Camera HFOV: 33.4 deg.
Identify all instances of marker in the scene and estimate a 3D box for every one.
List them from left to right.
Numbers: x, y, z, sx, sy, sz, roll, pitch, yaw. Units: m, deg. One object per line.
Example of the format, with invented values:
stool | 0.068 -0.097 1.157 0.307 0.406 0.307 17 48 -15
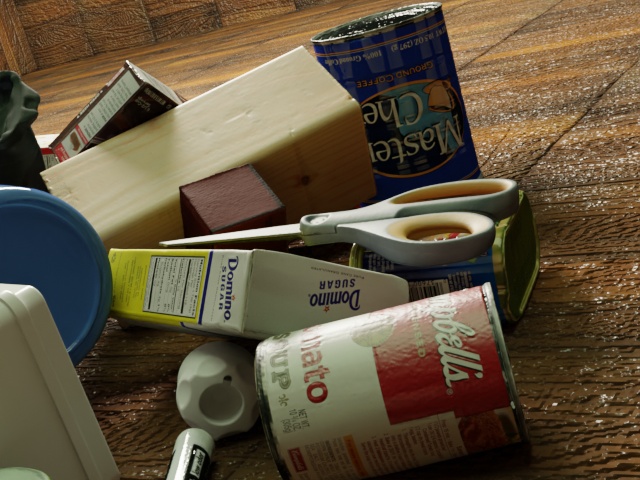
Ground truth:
marker | -0.061 0.116 0.450 0.020 0.020 0.121 -14 17 7

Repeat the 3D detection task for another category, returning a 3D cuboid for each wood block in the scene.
wood block | -0.075 -0.039 0.747 0.206 0.091 0.090 -28 48 -12

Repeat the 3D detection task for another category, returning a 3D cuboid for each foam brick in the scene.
foam brick | -0.055 0.001 0.688 0.053 0.078 0.051 -21 46 -21

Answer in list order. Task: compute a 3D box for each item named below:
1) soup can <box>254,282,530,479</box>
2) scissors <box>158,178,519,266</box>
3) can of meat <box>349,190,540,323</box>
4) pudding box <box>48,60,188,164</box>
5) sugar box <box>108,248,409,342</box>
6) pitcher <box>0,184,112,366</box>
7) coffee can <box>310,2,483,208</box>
soup can | 0.030 0.062 0.451 0.102 0.068 0.068 -14 17 9
scissors | 0.007 0.000 0.559 0.202 0.016 0.096 -11 20 4
can of meat | 0.073 0.011 0.598 0.084 0.057 0.102 -6 20 23
pudding box | -0.127 -0.067 0.782 0.090 0.113 0.039 -45 48 9
sugar box | -0.041 0.030 0.565 0.093 0.048 0.177 12 -9 -32
pitcher | -0.223 0.031 0.648 0.144 0.149 0.243 9 -4 -30
coffee can | 0.060 -0.100 0.818 0.103 0.140 0.103 -15 17 4
